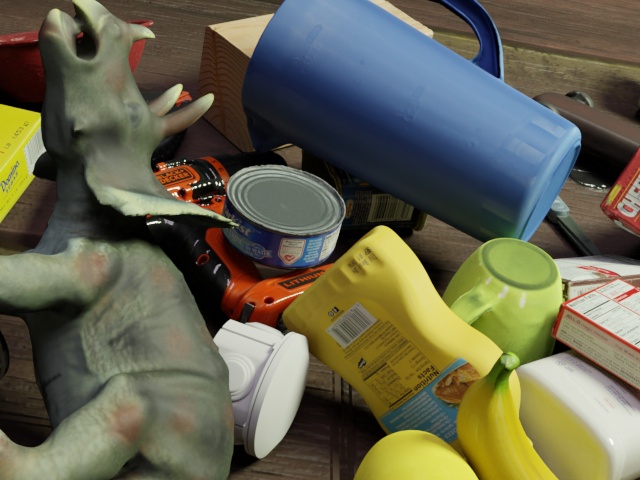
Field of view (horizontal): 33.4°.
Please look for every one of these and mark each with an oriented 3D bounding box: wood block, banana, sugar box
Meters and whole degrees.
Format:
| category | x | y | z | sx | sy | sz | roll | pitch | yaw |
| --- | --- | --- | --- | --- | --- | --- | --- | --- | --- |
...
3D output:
| category | x | y | z | sx | sy | sz | roll | pitch | yaw |
| --- | --- | --- | --- | --- | --- | --- | --- | --- | --- |
| wood block | -0.004 | -0.159 | 1.000 | 0.205 | 0.091 | 0.090 | -20 | 47 | -37 |
| banana | 0.136 | 0.150 | 0.629 | 0.197 | 0.070 | 0.037 | 52 | 58 | -14 |
| sugar box | -0.302 | -0.072 | 0.799 | 0.176 | 0.048 | 0.093 | 15 | 47 | 10 |

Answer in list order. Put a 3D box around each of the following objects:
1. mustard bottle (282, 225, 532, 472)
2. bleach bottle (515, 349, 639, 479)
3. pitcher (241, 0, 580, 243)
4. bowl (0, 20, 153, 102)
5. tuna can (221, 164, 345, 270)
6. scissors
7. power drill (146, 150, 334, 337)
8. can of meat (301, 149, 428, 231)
| category | x | y | z | sx | sy | sz | roll | pitch | yaw |
| --- | --- | --- | --- | --- | --- | --- | --- | --- | --- |
| mustard bottle | 0.070 | 0.088 | 0.683 | 0.191 | 0.096 | 0.058 | 47 | 31 | 2 |
| bleach bottle | 0.249 | 0.106 | 0.758 | 0.250 | 0.068 | 0.103 | -11 | 41 | -33 |
| pitcher | 0.075 | -0.103 | 0.817 | 0.243 | 0.149 | 0.144 | 31 | 47 | 16 |
| bowl | -0.221 | -0.154 | 0.923 | 0.162 | 0.055 | 0.162 | -6 | 15 | 1 |
| tuna can | -0.027 | -0.017 | 0.757 | 0.086 | 0.034 | 0.086 | 11 | 34 | -7 |
| scissors | 0.193 | -0.032 | 0.961 | 0.096 | 0.016 | 0.202 | 5 | 37 | -10 |
| power drill | -0.055 | 0.001 | 0.805 | 0.184 | 0.057 | 0.188 | -21 | 47 | -37 |
| can of meat | 0.036 | -0.052 | 0.902 | 0.083 | 0.057 | 0.102 | -3 | 40 | -19 |
